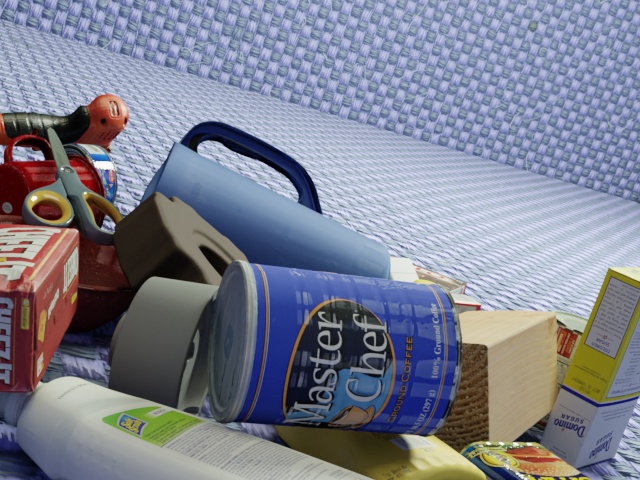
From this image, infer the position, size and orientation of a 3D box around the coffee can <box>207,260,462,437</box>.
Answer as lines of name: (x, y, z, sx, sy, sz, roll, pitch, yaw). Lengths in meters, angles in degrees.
coffee can: (0.006, 0.071, 0.689, 0.140, 0.103, 0.103, 7, 15, -17)

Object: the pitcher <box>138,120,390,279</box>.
pitcher: (-0.057, 0.001, 1.026, 0.242, 0.149, 0.145, 23, 26, -10)

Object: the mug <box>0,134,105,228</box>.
mug: (-0.271, -0.047, 1.027, 0.093, 0.117, 0.081, -23, -11, 38)

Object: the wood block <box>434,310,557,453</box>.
wood block: (0.130, 0.115, 0.895, 0.090, 0.091, 0.205, -1, 3, 26)

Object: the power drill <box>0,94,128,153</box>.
power drill: (-0.328, -0.108, 1.194, 0.187, 0.057, 0.185, -7, -17, -38)

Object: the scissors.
scissors: (-0.244, -0.054, 0.961, 0.096, 0.016, 0.202, -2, 34, -41)

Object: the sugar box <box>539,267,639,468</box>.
sugar box: (0.258, 0.112, 0.948, 0.048, 0.176, 0.093, 30, 16, 36)

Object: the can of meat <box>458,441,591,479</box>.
can of meat: (0.151, 0.185, 0.758, 0.101, 0.057, 0.084, 10, 12, -36)

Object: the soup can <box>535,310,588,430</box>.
soup can: (0.234, 0.126, 1.022, 0.068, 0.102, 0.068, 18, 13, -4)

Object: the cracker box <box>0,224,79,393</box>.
cracker box: (-0.273, 0.030, 0.676, 0.213, 0.072, 0.164, 4, 14, -5)

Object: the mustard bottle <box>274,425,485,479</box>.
mustard bottle: (0.022, 0.138, 0.766, 0.096, 0.058, 0.192, 3, 20, -38)

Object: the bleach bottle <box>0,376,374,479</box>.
bleach bottle: (-0.077, 0.136, 0.627, 0.251, 0.068, 0.102, 20, 8, 18)

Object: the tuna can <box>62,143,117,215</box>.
tuna can: (-0.260, -0.062, 1.153, 0.086, 0.086, 0.033, 27, 16, 33)

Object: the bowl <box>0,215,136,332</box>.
bowl: (-0.218, 0.032, 0.877, 0.162, 0.055, 0.162, 18, 12, -4)
